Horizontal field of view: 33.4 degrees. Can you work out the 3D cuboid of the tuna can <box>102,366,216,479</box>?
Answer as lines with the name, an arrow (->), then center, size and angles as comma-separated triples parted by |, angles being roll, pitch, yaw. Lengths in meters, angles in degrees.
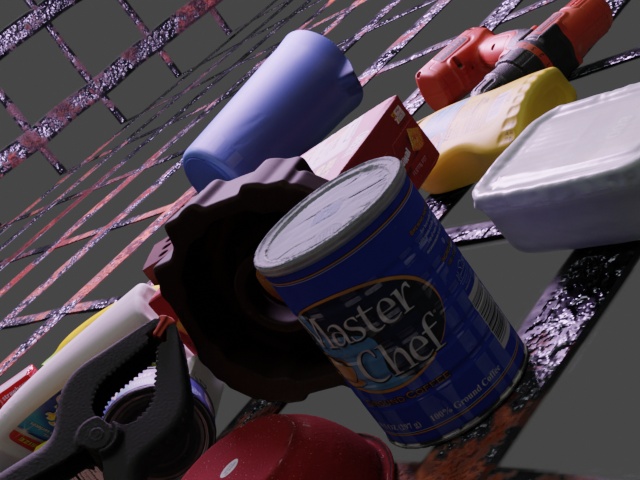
tuna can -> -0.118, 0.137, 0.774 | 0.086, 0.086, 0.034 | -36, 18, 2

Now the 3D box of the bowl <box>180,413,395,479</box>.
bowl -> -0.037, 0.153, 0.625 | 0.162, 0.055, 0.162 | -33, 16, 11

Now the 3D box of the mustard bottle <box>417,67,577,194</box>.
mustard bottle -> 0.127, -0.086, 0.927 | 0.192, 0.058, 0.096 | -14, 40, 53

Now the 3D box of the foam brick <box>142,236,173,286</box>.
foam brick -> -0.161, 0.025, 1.217 | 0.053, 0.051, 0.078 | -32, 17, 14

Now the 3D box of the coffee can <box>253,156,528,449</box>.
coffee can -> 0.042, 0.036, 0.629 | 0.103, 0.140, 0.103 | -33, 17, 11

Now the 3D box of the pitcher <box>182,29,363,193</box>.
pitcher -> -0.070, -0.148, 1.375 | 0.242, 0.145, 0.149 | -49, -11, -27

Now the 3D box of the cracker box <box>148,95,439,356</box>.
cracker box -> -0.021, -0.009, 0.869 | 0.214, 0.072, 0.164 | -29, 17, 38

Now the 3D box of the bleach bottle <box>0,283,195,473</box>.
bleach bottle -> -0.212, 0.149, 0.941 | 0.251, 0.102, 0.068 | -40, 25, 17

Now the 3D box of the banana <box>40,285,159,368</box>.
banana -> -0.221, 0.092, 1.186 | 0.198, 0.037, 0.069 | -30, 23, 19

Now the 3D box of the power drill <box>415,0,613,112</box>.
power drill -> 0.177, -0.171, 1.067 | 0.184, 0.057, 0.188 | -39, 19, -21

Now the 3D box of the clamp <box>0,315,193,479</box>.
clamp -> -0.135, 0.142, 0.694 | 0.165, 0.036, 0.209 | 20, 56, 22
